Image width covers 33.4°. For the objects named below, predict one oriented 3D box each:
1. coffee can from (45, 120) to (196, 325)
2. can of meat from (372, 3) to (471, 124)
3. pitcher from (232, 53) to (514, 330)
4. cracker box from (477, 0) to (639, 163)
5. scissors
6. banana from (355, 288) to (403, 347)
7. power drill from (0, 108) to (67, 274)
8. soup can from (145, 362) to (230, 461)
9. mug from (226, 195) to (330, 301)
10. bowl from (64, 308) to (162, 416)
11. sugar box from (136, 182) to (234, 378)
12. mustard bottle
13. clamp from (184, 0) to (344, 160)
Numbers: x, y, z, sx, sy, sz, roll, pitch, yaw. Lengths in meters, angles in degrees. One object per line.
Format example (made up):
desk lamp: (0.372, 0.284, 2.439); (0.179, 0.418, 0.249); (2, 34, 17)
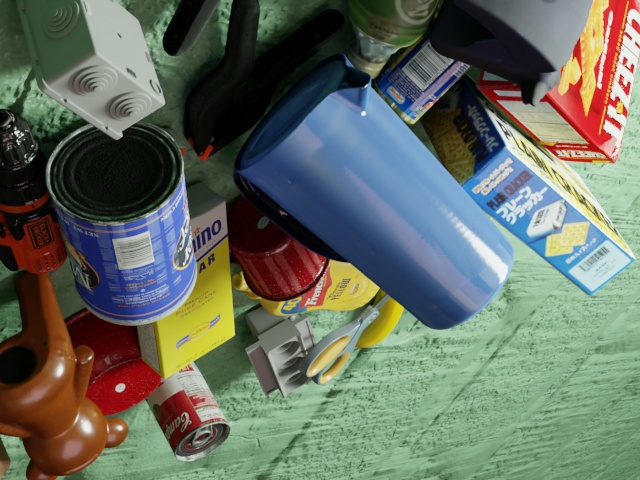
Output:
coffee can: (-0.154, -0.012, 0.845); (0.102, 0.103, 0.140); (-24, 148, -18)
can of meat: (0.094, -0.158, 0.956); (0.084, 0.057, 0.102); (-44, -170, 19)
pitcher: (0.046, -0.031, 0.933); (0.242, 0.149, 0.145); (43, 90, -17)
cracker box: (0.236, -0.181, 1.005); (0.213, 0.072, 0.164); (24, 78, -55)
scissors: (0.052, 0.102, 1.262); (0.201, 0.016, 0.096); (-37, 152, -24)
banana: (0.074, 0.079, 1.319); (0.069, 0.037, 0.198); (-15, 144, -31)
power drill: (-0.291, -0.008, 0.822); (0.187, 0.057, 0.184); (-25, 148, -17)
soup can: (-0.152, 0.183, 1.179); (0.068, 0.102, 0.068); (-25, 148, -17)
mug: (-0.057, 0.001, 1.049); (0.117, 0.093, 0.081); (-3, 148, 17)
bowl: (-0.213, 0.130, 1.094); (0.162, 0.055, 0.162); (-24, 147, -17)
sugar box: (-0.131, 0.040, 1.011); (0.093, 0.048, 0.176); (-32, 142, -31)
mustard bottle: (-0.016, 0.038, 1.155); (0.191, 0.058, 0.096); (-2, 134, -42)
clamp: (-0.066, -0.137, 0.880); (0.172, 0.039, 0.120); (-47, 146, 20)
